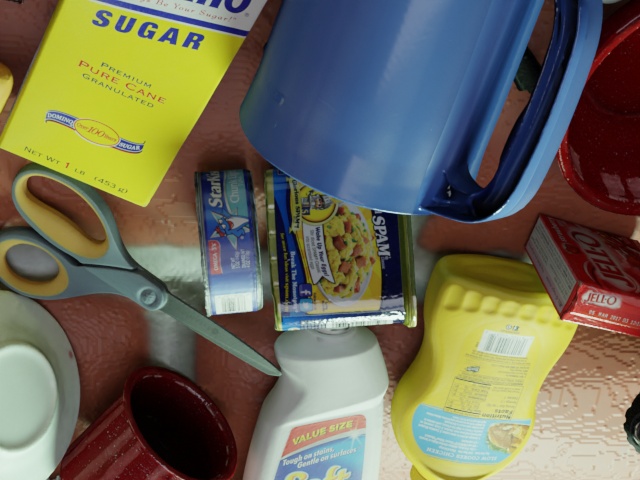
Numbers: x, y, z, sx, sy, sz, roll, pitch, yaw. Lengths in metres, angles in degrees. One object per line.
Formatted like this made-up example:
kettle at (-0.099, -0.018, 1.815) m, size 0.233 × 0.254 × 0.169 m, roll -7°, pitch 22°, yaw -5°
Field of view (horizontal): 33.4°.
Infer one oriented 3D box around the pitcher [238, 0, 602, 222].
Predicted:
pitcher at (0.062, -0.136, 0.516) m, size 0.149 × 0.145 × 0.243 m, roll 18°, pitch 121°, yaw -5°

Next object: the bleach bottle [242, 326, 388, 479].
bleach bottle at (-0.011, 0.148, 0.727) m, size 0.102 × 0.068 × 0.251 m, roll 3°, pitch 115°, yaw -5°

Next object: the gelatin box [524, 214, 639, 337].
gelatin box at (0.174, 0.022, 0.660) m, size 0.073 × 0.089 × 0.030 m, roll 14°, pitch 116°, yaw -13°

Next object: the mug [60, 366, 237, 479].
mug at (-0.112, 0.151, 0.691) m, size 0.082 × 0.117 × 0.093 m, roll -43°, pitch 136°, yaw 22°

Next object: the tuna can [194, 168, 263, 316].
tuna can at (-0.054, 0.001, 0.629) m, size 0.033 × 0.086 × 0.086 m, roll -5°, pitch 118°, yaw -5°

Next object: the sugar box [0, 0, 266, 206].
sugar box at (-0.098, -0.104, 0.567) m, size 0.093 × 0.048 × 0.176 m, roll 22°, pitch 131°, yaw -18°

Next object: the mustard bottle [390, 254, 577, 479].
mustard bottle at (0.099, 0.105, 0.715) m, size 0.096 × 0.058 × 0.192 m, roll 9°, pitch 117°, yaw -12°

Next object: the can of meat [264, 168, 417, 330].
can of meat at (0.011, 0.003, 0.636) m, size 0.084 × 0.057 × 0.102 m, roll -4°, pitch 85°, yaw -1°

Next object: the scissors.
scissors at (-0.124, 0.038, 0.665) m, size 0.096 × 0.016 × 0.201 m, roll -36°, pitch 105°, yaw 21°
